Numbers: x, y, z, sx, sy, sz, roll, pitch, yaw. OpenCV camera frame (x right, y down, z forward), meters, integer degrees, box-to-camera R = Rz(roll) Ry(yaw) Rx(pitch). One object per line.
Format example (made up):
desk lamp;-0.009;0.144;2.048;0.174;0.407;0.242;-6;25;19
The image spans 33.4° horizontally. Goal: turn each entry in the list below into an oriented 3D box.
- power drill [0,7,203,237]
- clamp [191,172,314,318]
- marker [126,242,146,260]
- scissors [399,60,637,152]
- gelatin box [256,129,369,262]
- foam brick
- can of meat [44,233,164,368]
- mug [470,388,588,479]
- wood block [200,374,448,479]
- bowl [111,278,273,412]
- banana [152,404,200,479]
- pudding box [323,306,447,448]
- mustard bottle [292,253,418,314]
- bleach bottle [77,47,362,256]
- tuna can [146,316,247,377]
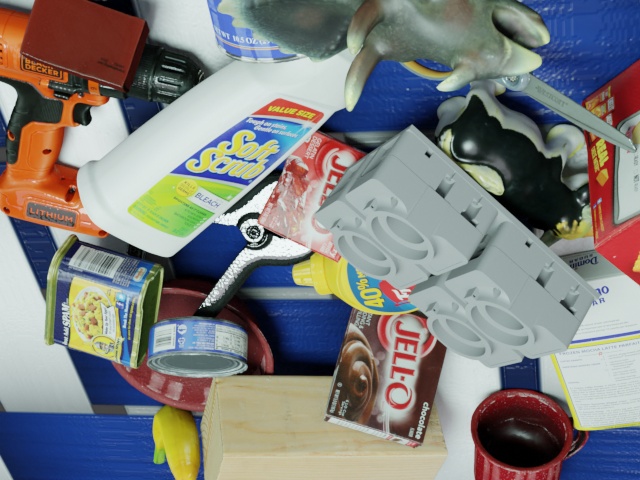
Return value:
power drill;-0.193;-0.092;0.865;0.184;0.057;0.188;15;130;1
clamp;-0.056;0.001;0.896;0.171;0.039;0.120;-11;107;11
marker;-0.171;0.023;0.981;0.020;0.020;0.121;15;132;0
scissors;0.129;-0.132;0.723;0.202;0.016;0.096;23;122;32
gelatin box;0.001;-0.038;0.850;0.073;0.030;0.089;26;97;1
foam brick;-0.168;-0.143;0.764;0.078;0.051;0.053;19;92;-8
can of meat;-0.185;0.054;0.915;0.084;0.057;0.102;17;126;5
mug;0.197;0.197;1.006;0.117;0.093;0.081;-17;136;-11
wood block;0.000;0.185;0.987;0.205;0.090;0.091;3;137;-15
bowl;-0.118;0.088;0.999;0.162;0.055;0.162;7;131;8
banana;-0.141;0.196;1.054;0.037;0.069;0.198;-5;176;-14
pudding box;0.059;0.117;0.947;0.090;0.113;0.039;17;164;-1
mustard bottle;0.068;0.017;0.894;0.192;0.058;0.096;-7;126;19
bleach bottle;-0.061;-0.091;0.799;0.251;0.068;0.102;-38;140;19
tuna can;-0.105;0.092;0.915;0.086;0.034;0.086;1;160;0
